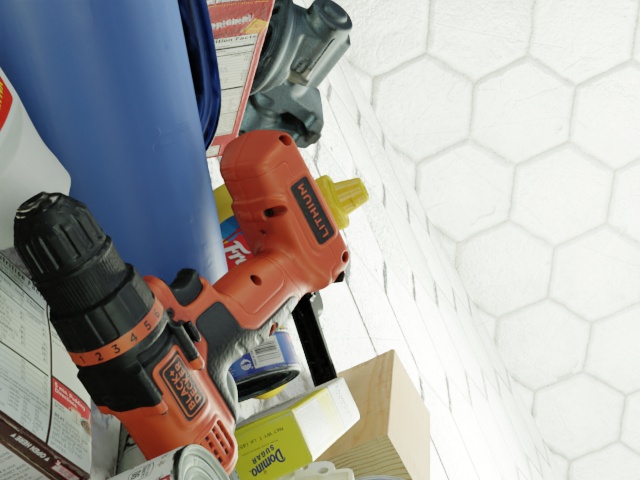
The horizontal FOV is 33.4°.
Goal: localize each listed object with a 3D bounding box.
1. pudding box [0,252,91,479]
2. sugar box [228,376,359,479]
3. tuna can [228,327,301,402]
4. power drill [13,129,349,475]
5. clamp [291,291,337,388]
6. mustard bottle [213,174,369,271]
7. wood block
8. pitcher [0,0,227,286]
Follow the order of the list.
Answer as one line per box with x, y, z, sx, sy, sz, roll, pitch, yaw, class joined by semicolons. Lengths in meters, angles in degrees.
-0.160;0.069;0.555;0.090;0.039;0.113;50;15;-40;pudding box
-0.032;0.149;0.804;0.048;0.093;0.176;67;13;7;sugar box
-0.059;0.098;0.813;0.034;0.086;0.086;69;13;16;tuna can
-0.068;0.016;0.591;0.187;0.057;0.184;-50;124;-41;power drill
-0.031;0.049;1.144;0.164;0.036;0.210;60;11;-24;clamp
-0.055;0.001;0.765;0.096;0.192;0.058;57;14;-40;mustard bottle
0.052;0.200;1.068;0.091;0.090;0.206;62;13;-12;wood block
-0.127;-0.074;0.659;0.145;0.149;0.243;-123;-161;-76;pitcher
